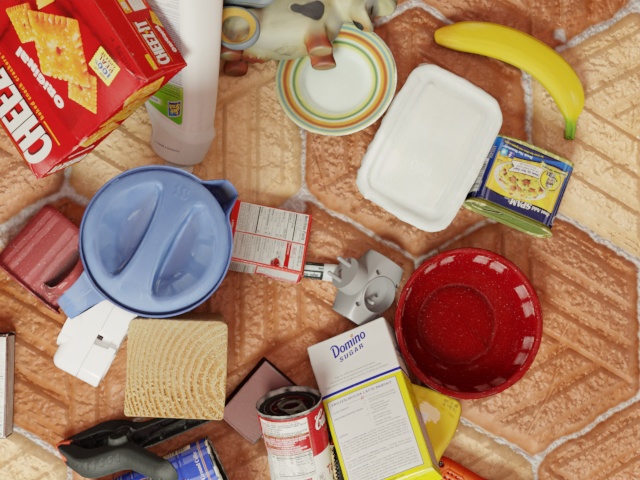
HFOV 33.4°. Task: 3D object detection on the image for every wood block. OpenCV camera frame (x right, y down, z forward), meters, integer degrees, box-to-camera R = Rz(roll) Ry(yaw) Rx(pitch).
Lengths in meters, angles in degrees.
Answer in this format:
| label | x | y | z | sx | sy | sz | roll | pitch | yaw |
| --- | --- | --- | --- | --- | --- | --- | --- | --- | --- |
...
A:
| label | x | y | z | sx | sy | sz | roll | pitch | yaw |
| --- | --- | --- | --- | --- | --- | --- | --- | --- | --- |
| wood block | -0.139 | 0.118 | 1.055 | 0.090 | 0.206 | 0.090 | 2 | 88 | -5 |

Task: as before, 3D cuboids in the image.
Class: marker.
| label | x | y | z | sx | sy | sz | roll | pitch | yaw |
| --- | --- | --- | --- | --- | --- | --- | --- | --- | --- |
| marker | -0.042 | 0.029 | 1.160 | 0.121 | 0.020 | 0.020 | 6 | 88 | -5 |

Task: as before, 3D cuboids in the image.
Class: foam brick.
| label | x | y | z | sx | sy | sz | roll | pitch | yaw |
| --- | --- | --- | --- | --- | --- | --- | --- | --- | --- |
| foam brick | -0.065 | 0.171 | 1.137 | 0.051 | 0.053 | 0.078 | 42 | 86 | -3 |

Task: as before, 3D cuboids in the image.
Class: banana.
| label | x | y | z | sx | sy | sz | roll | pitch | yaw |
| --- | --- | --- | --- | --- | --- | --- | --- | --- | --- |
| banana | 0.222 | -0.194 | 1.180 | 0.198 | 0.037 | 0.069 | 35 | 84 | -3 |

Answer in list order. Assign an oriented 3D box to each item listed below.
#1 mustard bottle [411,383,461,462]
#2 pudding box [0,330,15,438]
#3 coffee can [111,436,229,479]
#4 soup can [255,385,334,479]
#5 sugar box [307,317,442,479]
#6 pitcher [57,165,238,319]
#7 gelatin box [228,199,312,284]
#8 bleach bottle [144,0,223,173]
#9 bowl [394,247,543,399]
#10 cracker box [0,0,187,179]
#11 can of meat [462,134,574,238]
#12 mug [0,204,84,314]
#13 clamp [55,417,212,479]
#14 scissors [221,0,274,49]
| label | x | y | z | sx | sy | sz | roll | pitch | yaw |
| --- | --- | --- | --- | --- | --- | --- | --- | --- | --- |
| mustard bottle | 0.078 | 0.247 | 1.119 | 0.096 | 0.058 | 0.191 | 16 | 70 | 10 |
| pudding box | -0.369 | 0.151 | 1.118 | 0.090 | 0.039 | 0.113 | 2 | 90 | -6 |
| coffee can | -0.161 | 0.277 | 1.101 | 0.140 | 0.103 | 0.103 | -24 | 91 | -6 |
| soup can | -0.025 | 0.209 | 1.088 | 0.068 | 0.068 | 0.102 | -11 | 107 | -6 |
| sugar box | 0.054 | 0.176 | 1.101 | 0.093 | 0.048 | 0.176 | -23 | 54 | 10 |
| pitcher | -0.162 | 0.009 | 1.037 | 0.149 | 0.243 | 0.145 | 7 | 88 | -5 |
| gelatin box | -0.057 | 0.001 | 1.142 | 0.089 | 0.030 | 0.073 | 12 | 62 | -5 |
| bleach bottle | -0.149 | -0.179 | 1.090 | 0.067 | 0.103 | 0.251 | -27 | 134 | -41 |
| bowl | 0.155 | 0.090 | 1.154 | 0.162 | 0.055 | 0.162 | 1 | 85 | -7 |
| cracker box | -0.253 | -0.181 | 1.057 | 0.214 | 0.072 | 0.164 | -32 | 92 | 40 |
| can of meat | 0.217 | -0.060 | 1.167 | 0.102 | 0.057 | 0.084 | 22 | 84 | -5 |
| mug | -0.273 | 0.020 | 1.095 | 0.081 | 0.117 | 0.093 | -50 | 124 | -9 |
| clamp | -0.191 | 0.207 | 1.106 | 0.172 | 0.120 | 0.039 | -3 | 110 | 29 |
| scissors | -0.135 | -0.239 | 1.111 | 0.202 | 0.016 | 0.096 | -3 | 77 | 23 |
